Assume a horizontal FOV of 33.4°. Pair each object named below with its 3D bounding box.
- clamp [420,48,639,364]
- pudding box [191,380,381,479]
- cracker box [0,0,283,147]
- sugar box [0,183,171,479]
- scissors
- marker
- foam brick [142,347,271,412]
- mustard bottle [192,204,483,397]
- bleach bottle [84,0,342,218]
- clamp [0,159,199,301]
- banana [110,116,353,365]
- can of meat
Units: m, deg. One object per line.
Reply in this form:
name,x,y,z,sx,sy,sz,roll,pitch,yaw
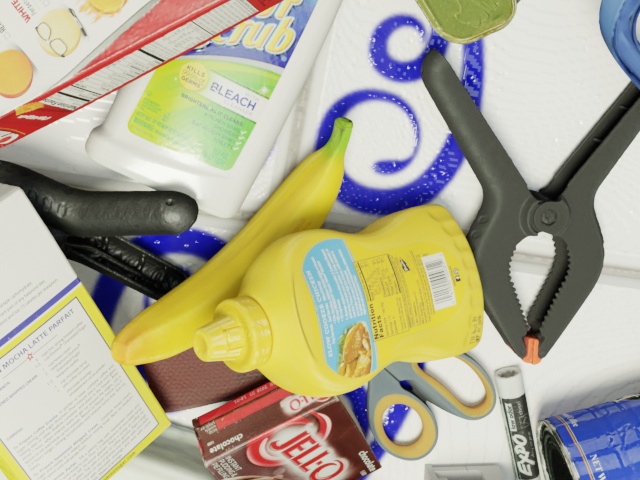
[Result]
clamp,0.149,-0.025,0.684,0.164,0.036,0.210,-7,106,-8
pudding box,-0.019,0.130,0.679,0.090,0.039,0.113,-26,144,2
cracker box,-0.136,-0.161,0.564,0.214,0.072,0.164,-26,87,9
sugar box,-0.165,0.064,0.595,0.093,0.048,0.176,-41,119,-26
scissors,0.023,0.078,0.709,0.201,0.016,0.096,29,102,-12
marker,0.140,0.145,0.739,0.020,0.020,0.121,-14,106,-3
foam brick,-0.072,0.070,0.677,0.078,0.051,0.053,-11,107,-3
mustard bottle,0.010,0.039,0.623,0.191,0.058,0.096,-13,88,-39
bleach bottle,-0.040,-0.145,0.617,0.102,0.068,0.251,24,98,-8
clamp,-0.148,-0.015,0.623,0.171,0.039,0.120,18,146,-10
banana,-0.047,0.008,0.638,0.197,0.037,0.069,-48,148,-18
can of meat,0.084,-0.177,0.604,0.058,0.083,0.102,-18,115,46
